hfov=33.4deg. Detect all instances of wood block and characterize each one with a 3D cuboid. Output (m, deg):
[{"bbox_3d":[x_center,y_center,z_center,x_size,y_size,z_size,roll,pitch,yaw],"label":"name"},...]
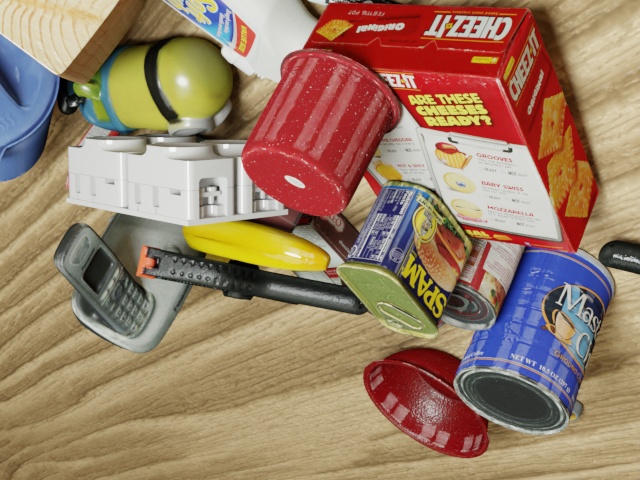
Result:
[{"bbox_3d":[-0.196,-0.181,0.805,0.090,0.090,0.206,37,-179,-10],"label":"wood block"}]

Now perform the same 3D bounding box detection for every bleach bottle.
[{"bbox_3d":[-0.073,-0.194,0.798,0.250,0.068,0.103,37,158,-17],"label":"bleach bottle"}]

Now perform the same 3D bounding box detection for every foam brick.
[{"bbox_3d":[-0.036,-0.045,0.991,0.051,0.078,0.053,29,151,-4],"label":"foam brick"}]

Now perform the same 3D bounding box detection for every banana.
[{"bbox_3d":[-0.073,-0.001,0.975,0.069,0.037,0.198,8,-178,-38],"label":"banana"}]

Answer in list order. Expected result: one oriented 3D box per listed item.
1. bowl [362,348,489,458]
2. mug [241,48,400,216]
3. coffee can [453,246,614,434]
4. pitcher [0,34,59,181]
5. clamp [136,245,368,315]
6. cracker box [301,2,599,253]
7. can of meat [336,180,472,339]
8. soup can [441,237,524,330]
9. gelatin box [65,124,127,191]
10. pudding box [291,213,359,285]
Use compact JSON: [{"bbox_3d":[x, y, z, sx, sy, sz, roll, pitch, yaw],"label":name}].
[{"bbox_3d":[0.129,0.172,1.200,0.162,0.055,0.162,28,148,19],"label":"bowl"},{"bbox_3d":[-0.001,-0.065,0.744,0.093,0.081,0.117,18,156,21],"label":"mug"},{"bbox_3d":[0.189,0.084,0.940,0.103,0.140,0.103,21,150,13],"label":"coffee can"},{"bbox_3d":[-0.314,-0.137,1.007,0.145,0.149,0.243,41,166,-6],"label":"pitcher"},{"bbox_3d":[-0.066,0.039,1.006,0.209,0.036,0.165,13,174,-31],"label":"clamp"},{"bbox_3d":[0.101,-0.082,0.798,0.164,0.072,0.213,10,152,34],"label":"cracker box"},{"bbox_3d":[0.069,0.015,0.836,0.058,0.084,0.102,7,150,40],"label":"can of meat"},{"bbox_3d":[0.135,0.017,0.919,0.068,0.102,0.068,21,150,12],"label":"soup can"},{"bbox_3d":[-0.225,-0.091,1.082,0.030,0.073,0.089,31,151,-3],"label":"gelatin box"},{"bbox_3d":[0.000,0.009,1.086,0.090,0.039,0.113,-5,135,47],"label":"pudding box"}]
